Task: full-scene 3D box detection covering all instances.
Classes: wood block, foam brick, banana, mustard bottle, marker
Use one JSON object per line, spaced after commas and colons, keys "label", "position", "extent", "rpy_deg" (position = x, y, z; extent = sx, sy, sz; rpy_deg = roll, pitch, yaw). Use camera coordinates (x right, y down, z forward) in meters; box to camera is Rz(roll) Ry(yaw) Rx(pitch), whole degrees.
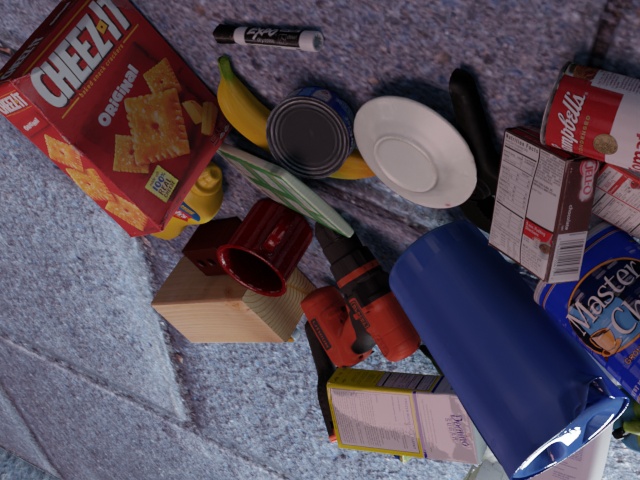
{"label": "wood block", "position": [-0.117, 0.074, 1.402], "extent": [0.207, 0.090, 0.090], "rpy_deg": [-7, 134, 49]}
{"label": "foam brick", "position": [-0.125, 0.009, 1.347], "extent": [0.078, 0.051, 0.053], "rpy_deg": [-7, 133, 49]}
{"label": "banana", "position": [-0.032, -0.109, 1.085], "extent": [0.198, 0.037, 0.070], "rpy_deg": [32, 152, -1]}
{"label": "mustard bottle", "position": [-0.169, -0.058, 1.278], "extent": [0.096, 0.058, 0.192], "rpy_deg": [47, 148, -16]}
{"label": "marker", "position": [-0.051, -0.190, 0.996], "extent": [0.121, 0.020, 0.020], "rpy_deg": [11, 146, 33]}

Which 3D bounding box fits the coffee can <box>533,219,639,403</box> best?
{"label": "coffee can", "position": [0.273, 0.065, 0.939], "extent": [0.140, 0.102, 0.103], "rpy_deg": [48, 159, 25]}

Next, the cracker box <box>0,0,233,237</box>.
{"label": "cracker box", "position": [-0.205, -0.134, 1.082], "extent": [0.072, 0.164, 0.213], "rpy_deg": [-7, 133, 48]}

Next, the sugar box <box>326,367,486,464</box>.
{"label": "sugar box", "position": [0.098, 0.198, 1.217], "extent": [0.176, 0.048, 0.093], "rpy_deg": [1, 116, 26]}

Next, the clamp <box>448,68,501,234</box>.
{"label": "clamp", "position": [0.148, -0.063, 0.980], "extent": [0.210, 0.036, 0.165], "rpy_deg": [40, 152, -6]}

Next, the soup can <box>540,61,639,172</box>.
{"label": "soup can", "position": [0.230, -0.092, 0.822], "extent": [0.102, 0.068, 0.068], "rpy_deg": [20, 150, 20]}

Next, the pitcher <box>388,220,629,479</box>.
{"label": "pitcher", "position": [0.169, 0.108, 1.041], "extent": [0.243, 0.149, 0.144], "rpy_deg": [55, -165, 26]}

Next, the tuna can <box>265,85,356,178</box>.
{"label": "tuna can", "position": [-0.008, -0.105, 1.036], "extent": [0.086, 0.033, 0.086], "rpy_deg": [10, 121, 17]}

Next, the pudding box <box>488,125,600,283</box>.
{"label": "pudding box", "position": [0.187, -0.032, 0.902], "extent": [0.090, 0.039, 0.113], "rpy_deg": [-137, 48, -55]}

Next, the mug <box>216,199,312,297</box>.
{"label": "mug", "position": [-0.058, 0.002, 1.237], "extent": [0.093, 0.081, 0.117], "rpy_deg": [33, 152, -1]}

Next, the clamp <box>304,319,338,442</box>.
{"label": "clamp", "position": [0.013, 0.185, 1.405], "extent": [0.039, 0.171, 0.120], "rpy_deg": [-28, 121, 13]}

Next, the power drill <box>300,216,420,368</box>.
{"label": "power drill", "position": [0.032, 0.069, 1.244], "extent": [0.184, 0.057, 0.188], "rpy_deg": [61, 161, 8]}
